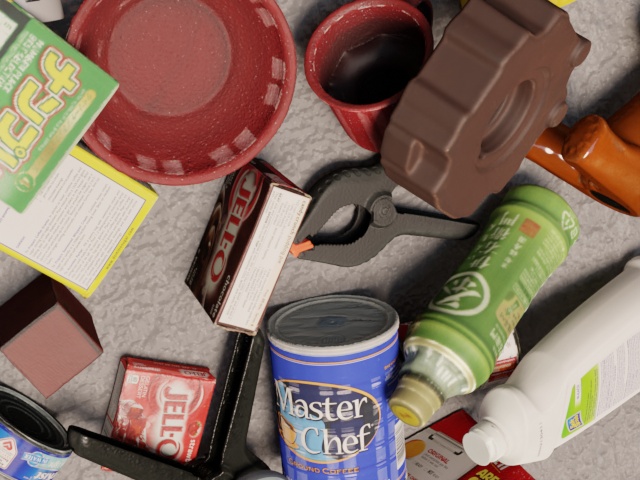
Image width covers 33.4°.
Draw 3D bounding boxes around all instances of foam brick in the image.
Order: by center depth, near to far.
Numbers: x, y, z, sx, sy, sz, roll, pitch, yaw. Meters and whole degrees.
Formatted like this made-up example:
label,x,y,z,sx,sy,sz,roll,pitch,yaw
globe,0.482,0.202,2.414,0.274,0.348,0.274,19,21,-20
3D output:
label,x,y,z,sx,sy,sz,roll,pitch,yaw
foam brick,-0.195,0.065,0.763,0.051,0.078,0.053,-39,113,-4

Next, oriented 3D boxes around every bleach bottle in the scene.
label,x,y,z,sx,sy,sz,roll,pitch,yaw
bleach bottle,0.211,0.106,0.880,0.250,0.068,0.102,-26,121,-33

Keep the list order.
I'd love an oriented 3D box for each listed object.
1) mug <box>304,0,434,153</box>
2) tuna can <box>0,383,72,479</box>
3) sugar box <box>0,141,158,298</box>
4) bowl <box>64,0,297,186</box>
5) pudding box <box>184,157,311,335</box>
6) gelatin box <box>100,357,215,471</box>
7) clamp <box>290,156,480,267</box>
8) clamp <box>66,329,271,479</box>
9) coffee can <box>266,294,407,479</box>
label,x,y,z,sx,sy,sz,roll,pitch,yaw
mug,0.049,-0.125,0.776,0.117,0.093,0.081,-63,155,-13
tuna can,-0.222,0.140,0.772,0.086,0.086,0.034,37,90,-26
sugar box,-0.212,-0.042,0.741,0.176,0.048,0.093,33,93,-21
bowl,-0.100,-0.122,0.744,0.162,0.055,0.162,-7,115,-14
pudding box,-0.055,0.001,0.785,0.039,0.090,0.113,16,101,-24
gelatin box,-0.128,0.139,0.836,0.073,0.030,0.089,12,103,-23
clamp,0.051,-0.022,0.845,0.171,0.039,0.120,-32,109,-11
clamp,-0.096,0.184,0.822,0.164,0.036,0.210,-23,114,-23
coffee can,0.014,0.126,0.842,0.102,0.103,0.140,-11,110,-16
